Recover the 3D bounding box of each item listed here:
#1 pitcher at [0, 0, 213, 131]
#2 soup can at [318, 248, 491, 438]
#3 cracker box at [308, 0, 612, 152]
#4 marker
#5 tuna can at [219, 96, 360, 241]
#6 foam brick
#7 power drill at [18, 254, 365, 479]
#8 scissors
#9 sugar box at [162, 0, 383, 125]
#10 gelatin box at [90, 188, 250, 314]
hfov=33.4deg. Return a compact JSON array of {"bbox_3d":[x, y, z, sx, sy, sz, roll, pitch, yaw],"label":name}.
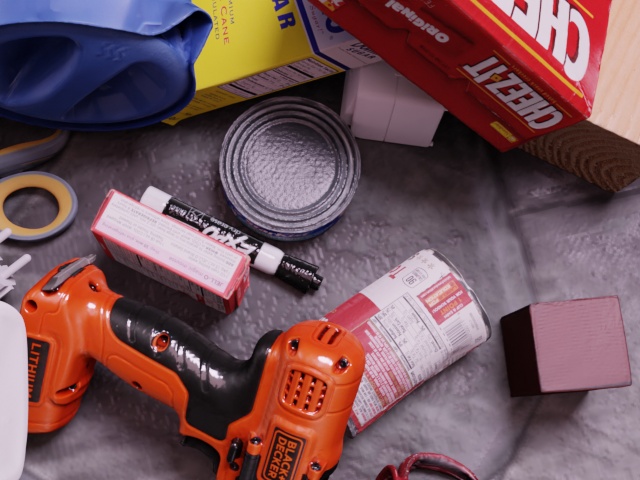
[{"bbox_3d":[-0.144,-0.191,0.602,0.149,0.145,0.243,5,71,-18],"label":"pitcher"},{"bbox_3d":[0.040,0.059,0.623,0.102,0.068,0.068,-34,83,-10],"label":"soup can"},{"bbox_3d":[0.088,-0.183,0.571,0.164,0.072,0.213,32,59,-28],"label":"cracker box"},{"bbox_3d":[-0.054,0.001,0.654,0.121,0.020,0.020,26,78,2],"label":"marker"},{"bbox_3d":[-0.019,-0.043,0.657,0.086,0.034,0.086,1,79,-4],"label":"tuna can"},{"bbox_3d":[0.141,0.063,0.624,0.053,0.078,0.051,-4,80,-4],"label":"foam brick"},{"bbox_3d":[-0.080,0.102,0.589,0.188,0.057,0.184,21,114,9],"label":"power drill"},{"bbox_3d":[-0.236,-0.016,0.648,0.201,0.016,0.096,-29,86,-3],"label":"scissors"},{"bbox_3d":[-0.035,-0.135,0.623,0.177,0.048,0.093,-13,76,33],"label":"sugar box"},{"bbox_3d":[-0.085,0.008,0.622,0.089,0.073,0.030,26,78,2],"label":"gelatin box"}]
